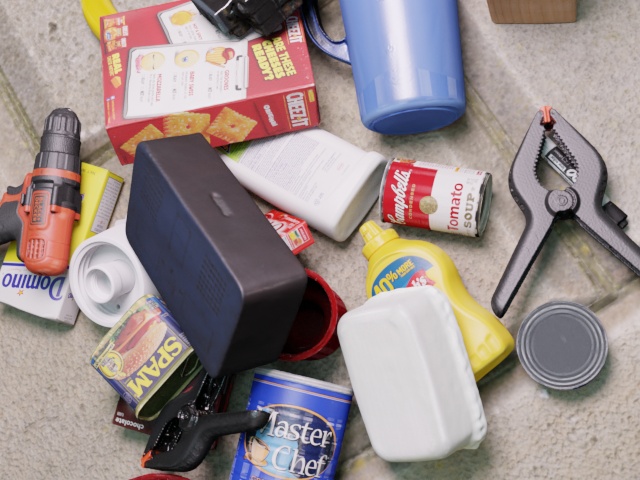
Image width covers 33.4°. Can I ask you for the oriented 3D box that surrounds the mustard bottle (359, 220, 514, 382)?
[{"bbox_3d":[0.100,0.058,1.064,0.096,0.058,0.192,-45,70,26],"label":"mustard bottle"}]

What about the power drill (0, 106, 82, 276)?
[{"bbox_3d":[-0.346,-0.053,1.167,0.188,0.057,0.184,-1,76,25],"label":"power drill"}]

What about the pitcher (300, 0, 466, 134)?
[{"bbox_3d":[0.071,-0.236,1.101,0.144,0.149,0.243,-1,79,-28],"label":"pitcher"}]

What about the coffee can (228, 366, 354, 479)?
[{"bbox_3d":[-0.031,0.203,1.050,0.103,0.102,0.140,11,82,17],"label":"coffee can"}]

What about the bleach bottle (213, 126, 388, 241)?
[{"bbox_3d":[-0.055,-0.101,1.139,0.251,0.068,0.102,32,81,22],"label":"bleach bottle"}]

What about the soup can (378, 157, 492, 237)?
[{"bbox_3d":[0.117,-0.043,1.077,0.102,0.068,0.068,10,82,17],"label":"soup can"}]

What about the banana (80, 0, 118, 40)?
[{"bbox_3d":[-0.215,-0.241,1.222,0.198,0.037,0.069,43,93,18],"label":"banana"}]

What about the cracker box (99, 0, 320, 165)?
[{"bbox_3d":[-0.118,-0.177,1.120,0.213,0.072,0.164,-11,55,0],"label":"cracker box"}]

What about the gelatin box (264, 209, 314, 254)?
[{"bbox_3d":[-0.057,0.001,1.096,0.073,0.089,0.030,-31,111,-16],"label":"gelatin box"}]

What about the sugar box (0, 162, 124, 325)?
[{"bbox_3d":[-0.294,-0.002,1.191,0.093,0.048,0.176,15,82,20],"label":"sugar box"}]

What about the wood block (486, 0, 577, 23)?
[{"bbox_3d":[0.201,-0.290,1.030,0.090,0.206,0.091,3,81,16],"label":"wood block"}]

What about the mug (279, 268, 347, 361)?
[{"bbox_3d":[-0.028,0.072,1.086,0.117,0.081,0.093,37,90,18],"label":"mug"}]

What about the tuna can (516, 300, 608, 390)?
[{"bbox_3d":[0.235,0.102,1.035,0.086,0.033,0.086,-3,78,15],"label":"tuna can"}]

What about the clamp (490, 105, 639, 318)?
[{"bbox_3d":[0.245,-0.030,1.033,0.165,0.036,0.210,-2,74,11],"label":"clamp"}]

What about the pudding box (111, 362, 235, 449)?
[{"bbox_3d":[-0.153,0.164,1.125,0.114,0.039,0.090,12,83,17],"label":"pudding box"}]

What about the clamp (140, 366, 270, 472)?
[{"bbox_3d":[-0.119,0.165,1.059,0.172,0.039,0.120,-36,43,27],"label":"clamp"}]

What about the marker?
[{"bbox_3d":[0.261,-0.057,1.066,0.020,0.020,0.121,-43,72,4],"label":"marker"}]

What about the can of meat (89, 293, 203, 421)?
[{"bbox_3d":[-0.174,0.118,1.089,0.084,0.057,0.102,42,89,20],"label":"can of meat"}]
